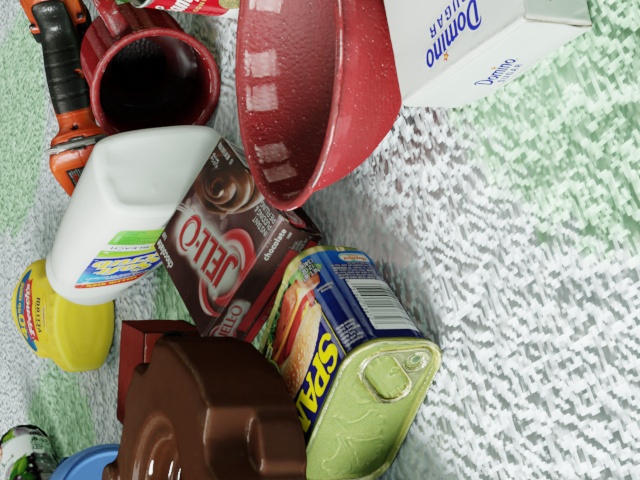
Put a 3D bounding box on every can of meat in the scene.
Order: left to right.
[{"bbox_3d":[0.010,0.065,0.566,0.084,0.057,0.102,59,138,46],"label":"can of meat"}]

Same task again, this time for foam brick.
[{"bbox_3d":[-0.116,0.100,0.786,0.051,0.052,0.078,11,97,60],"label":"foam brick"}]

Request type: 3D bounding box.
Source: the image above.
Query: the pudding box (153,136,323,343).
[{"bbox_3d":[-0.054,0.001,0.665,0.090,0.039,0.114,-56,35,14],"label":"pudding box"}]

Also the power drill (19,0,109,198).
[{"bbox_3d":[-0.213,-0.132,0.919,0.184,0.057,0.188,89,165,-76],"label":"power drill"}]

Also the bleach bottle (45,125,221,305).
[{"bbox_3d":[-0.150,-0.003,0.822,0.251,0.102,0.068,-43,58,59],"label":"bleach bottle"}]

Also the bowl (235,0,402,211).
[{"bbox_3d":[0.003,-0.097,0.569,0.162,0.055,0.162,178,90,-68],"label":"bowl"}]

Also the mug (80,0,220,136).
[{"bbox_3d":[-0.134,-0.132,0.772,0.117,0.093,0.081,59,178,-37],"label":"mug"}]

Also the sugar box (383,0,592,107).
[{"bbox_3d":[0.063,-0.159,0.490,0.093,0.048,0.176,-29,68,57],"label":"sugar box"}]

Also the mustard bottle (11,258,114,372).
[{"bbox_3d":[-0.254,0.066,1.021,0.192,0.058,0.096,5,98,60],"label":"mustard bottle"}]
